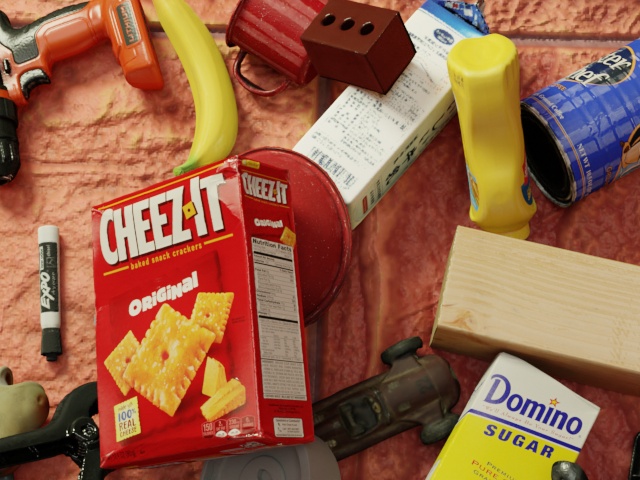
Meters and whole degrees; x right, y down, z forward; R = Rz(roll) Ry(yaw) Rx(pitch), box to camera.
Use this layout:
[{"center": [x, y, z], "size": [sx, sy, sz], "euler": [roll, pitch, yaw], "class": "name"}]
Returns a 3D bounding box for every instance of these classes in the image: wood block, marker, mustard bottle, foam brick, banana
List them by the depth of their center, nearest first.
[{"center": [0.203, 0.063, 0.888], "size": [0.206, 0.090, 0.091], "euler": [13, 74, 6], "class": "wood block"}, {"center": [0.148, -0.070, 0.902], "size": [0.058, 0.096, 0.191], "euler": [-8, 116, 8], "class": "mustard bottle"}, {"center": [0.032, -0.166, 0.905], "size": [0.078, 0.051, 0.053], "euler": [22, 68, 38], "class": "foam brick"}, {"center": [-0.238, 0.047, 0.941], "size": [0.020, 0.020, 0.121], "euler": [-6, 73, 0], "class": "marker"}, {"center": [-0.111, -0.143, 0.974], "size": [0.037, 0.069, 0.198], "euler": [-28, 62, 35], "class": "banana"}]

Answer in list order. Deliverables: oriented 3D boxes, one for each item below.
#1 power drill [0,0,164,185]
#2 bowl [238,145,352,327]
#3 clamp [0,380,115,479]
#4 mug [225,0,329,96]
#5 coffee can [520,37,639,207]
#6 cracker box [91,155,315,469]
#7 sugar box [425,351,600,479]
[{"center": [-0.244, -0.154, 0.980], "size": [0.187, 0.057, 0.184], "euler": [-15, 74, -3], "class": "power drill"}, {"center": [-0.056, 0.001, 0.891], "size": [0.162, 0.055, 0.162], "euler": [1, 93, 31], "class": "bowl"}, {"center": [-0.185, 0.171, 0.849], "size": [0.120, 0.039, 0.171], "euler": [45, 46, 12], "class": "clamp"}, {"center": [-0.034, -0.185, 0.974], "size": [0.081, 0.093, 0.117], "euler": [34, 99, 6], "class": "mug"}, {"center": [0.250, -0.106, 0.929], "size": [0.140, 0.103, 0.103], "euler": [-28, 75, -6], "class": "coffee can"}, {"center": [-0.097, 0.060, 0.821], "size": [0.164, 0.072, 0.214], "euler": [-16, 72, 33], "class": "cracker box"}, {"center": [0.138, 0.181, 0.826], "size": [0.093, 0.048, 0.176], "euler": [31, 65, 6], "class": "sugar box"}]
